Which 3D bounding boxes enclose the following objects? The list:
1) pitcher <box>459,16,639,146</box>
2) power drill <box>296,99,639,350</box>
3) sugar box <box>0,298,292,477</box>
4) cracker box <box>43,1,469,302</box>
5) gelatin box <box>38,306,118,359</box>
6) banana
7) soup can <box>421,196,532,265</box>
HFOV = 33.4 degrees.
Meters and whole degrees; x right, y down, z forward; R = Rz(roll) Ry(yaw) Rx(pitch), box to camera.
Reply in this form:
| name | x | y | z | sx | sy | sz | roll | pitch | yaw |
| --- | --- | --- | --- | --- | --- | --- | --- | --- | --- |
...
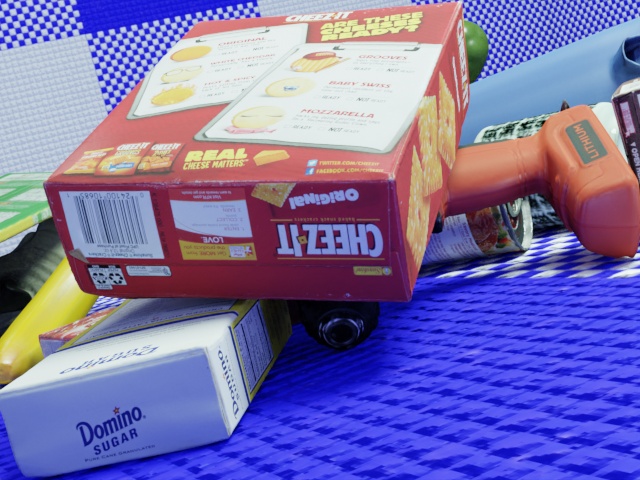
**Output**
| name | x | y | z | sx | sy | sz | roll | pitch | yaw |
| --- | --- | --- | --- | --- | --- | --- | --- | --- | --- |
| pitcher | 0.193 | -0.083 | 0.855 | 0.243 | 0.149 | 0.144 | -15 | 20 | 37 |
| power drill | 0.072 | -0.014 | 0.584 | 0.187 | 0.057 | 0.184 | -7 | 34 | 1 |
| sugar box | -0.072 | 0.057 | 0.506 | 0.093 | 0.048 | 0.176 | -13 | 9 | 9 |
| cracker box | -0.017 | -0.052 | 0.552 | 0.164 | 0.072 | 0.213 | 0 | 31 | 16 |
| gelatin box | -0.125 | 0.059 | 0.681 | 0.089 | 0.030 | 0.073 | -19 | 7 | -32 |
| banana | -0.182 | 0.037 | 0.757 | 0.197 | 0.037 | 0.070 | -62 | -3 | -42 |
| soup can | 0.081 | -0.017 | 0.707 | 0.102 | 0.068 | 0.068 | -13 | 6 | 25 |
